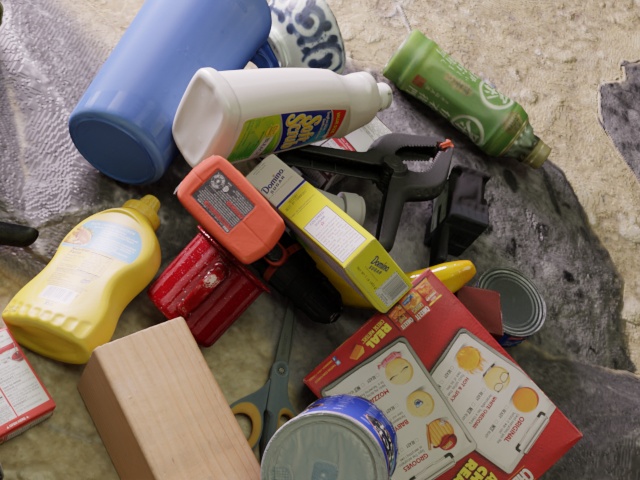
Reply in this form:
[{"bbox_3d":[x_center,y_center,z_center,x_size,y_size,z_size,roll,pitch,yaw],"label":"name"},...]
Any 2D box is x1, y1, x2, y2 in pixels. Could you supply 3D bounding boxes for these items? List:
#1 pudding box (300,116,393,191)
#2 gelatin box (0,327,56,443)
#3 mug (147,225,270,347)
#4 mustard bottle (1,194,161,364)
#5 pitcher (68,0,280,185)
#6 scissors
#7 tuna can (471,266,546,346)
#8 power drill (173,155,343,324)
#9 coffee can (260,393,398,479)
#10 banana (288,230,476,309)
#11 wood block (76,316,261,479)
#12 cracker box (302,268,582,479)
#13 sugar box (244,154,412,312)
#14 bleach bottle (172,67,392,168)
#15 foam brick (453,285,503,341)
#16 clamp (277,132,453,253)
[{"bbox_3d":[0.014,-0.120,1.206,0.090,0.039,0.113,47,52,7],"label":"pudding box"},{"bbox_3d":[-0.285,0.129,0.927,0.073,0.030,0.089,-28,75,-33],"label":"gelatin box"},{"bbox_3d":[-0.107,0.047,0.995,0.093,0.117,0.081,43,88,-4],"label":"mug"},{"bbox_3d":[-0.205,0.025,1.000,0.096,0.058,0.191,12,49,23],"label":"mustard bottle"},{"bbox_3d":[-0.149,-0.169,1.114,0.149,0.145,0.242,15,55,18],"label":"pitcher"},{"bbox_3d":[-0.057,0.133,1.034,0.096,0.016,0.202,8,59,-23],"label":"scissors"},{"bbox_3d":[0.203,0.073,1.176,0.086,0.034,0.086,11,57,-18],"label":"tuna can"},{"bbox_3d":[-0.057,0.001,1.016,0.184,0.187,0.057,43,86,14],"label":"power drill"},{"bbox_3d":[0.012,0.190,0.918,0.103,0.140,0.103,0,88,8],"label":"coffee can"},{"bbox_3d":[0.057,0.039,1.096,0.198,0.070,0.037,10,20,10],"label":"banana"},{"bbox_3d":[-0.123,0.184,0.928,0.090,0.091,0.206,-19,70,-32],"label":"wood block"},{"bbox_3d":[0.113,0.160,1.021,0.164,0.072,0.214,-42,83,-4],"label":"cracker box"},{"bbox_3d":[0.006,-0.009,1.022,0.048,0.093,0.176,-43,48,-2],"label":"sugar box"},{"bbox_3d":[-0.022,-0.135,1.071,0.250,0.103,0.068,-15,63,-39],"label":"bleach bottle"},{"bbox_3d":[0.150,0.088,1.117,0.051,0.078,0.053,11,57,-16],"label":"foam brick"},{"bbox_3d":[0.077,-0.062,1.143,0.209,0.036,0.165,-17,57,-37],"label":"clamp"}]
